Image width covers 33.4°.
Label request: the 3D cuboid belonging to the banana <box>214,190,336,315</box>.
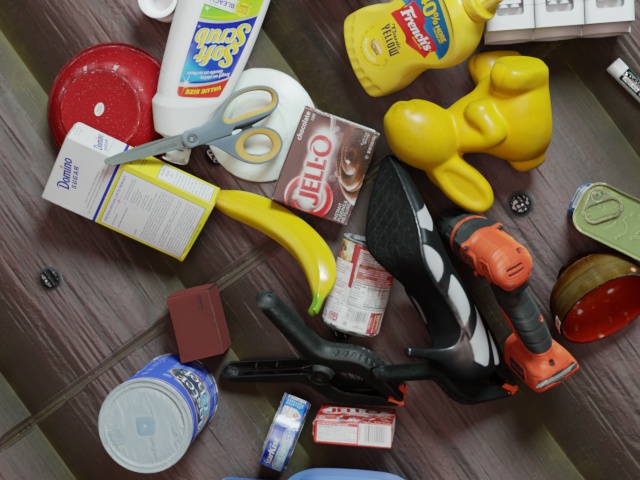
[{"bbox_3d":[-0.042,-0.002,1.193,0.198,0.069,0.037,46,141,26],"label":"banana"}]

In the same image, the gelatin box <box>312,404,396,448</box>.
[{"bbox_3d":[0.039,0.209,1.208,0.089,0.073,0.030,3,95,7],"label":"gelatin box"}]

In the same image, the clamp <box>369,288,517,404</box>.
[{"bbox_3d":[0.137,0.138,1.183,0.171,0.039,0.120,37,73,-7],"label":"clamp"}]

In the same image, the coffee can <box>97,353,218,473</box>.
[{"bbox_3d":[-0.178,0.190,1.198,0.103,0.140,0.103,1,96,7],"label":"coffee can"}]

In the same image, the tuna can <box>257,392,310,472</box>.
[{"bbox_3d":[-0.041,0.218,1.212,0.034,0.086,0.086,21,98,2],"label":"tuna can"}]

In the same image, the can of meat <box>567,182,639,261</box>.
[{"bbox_3d":[0.319,-0.022,1.146,0.102,0.084,0.057,26,98,3],"label":"can of meat"}]

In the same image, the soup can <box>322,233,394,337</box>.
[{"bbox_3d":[0.046,0.050,1.194,0.068,0.068,0.102,16,98,5],"label":"soup can"}]

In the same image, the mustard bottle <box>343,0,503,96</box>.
[{"bbox_3d":[0.112,-0.223,1.114,0.192,0.058,0.096,-18,90,45],"label":"mustard bottle"}]

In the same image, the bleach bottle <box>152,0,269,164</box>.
[{"bbox_3d":[-0.121,-0.206,1.181,0.102,0.068,0.251,11,103,-30],"label":"bleach bottle"}]

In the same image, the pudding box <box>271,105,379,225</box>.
[{"bbox_3d":[0.005,-0.084,1.193,0.090,0.039,0.113,19,97,-6],"label":"pudding box"}]

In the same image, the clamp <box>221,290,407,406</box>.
[{"bbox_3d":[0.000,0.132,1.191,0.210,0.036,0.165,17,139,0],"label":"clamp"}]

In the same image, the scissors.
[{"bbox_3d":[-0.126,-0.099,1.171,0.201,0.016,0.096,-32,110,-9],"label":"scissors"}]

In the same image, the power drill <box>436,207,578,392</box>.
[{"bbox_3d":[0.196,0.059,1.145,0.057,0.184,0.187,-31,111,-2],"label":"power drill"}]

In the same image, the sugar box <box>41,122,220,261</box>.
[{"bbox_3d":[-0.212,-0.054,1.193,0.176,0.048,0.093,27,123,-8],"label":"sugar box"}]

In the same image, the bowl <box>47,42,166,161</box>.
[{"bbox_3d":[-0.242,-0.147,1.215,0.162,0.055,0.162,1,95,7],"label":"bowl"}]

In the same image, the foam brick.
[{"bbox_3d":[-0.139,0.094,1.229,0.053,0.051,0.078,-12,94,7],"label":"foam brick"}]
